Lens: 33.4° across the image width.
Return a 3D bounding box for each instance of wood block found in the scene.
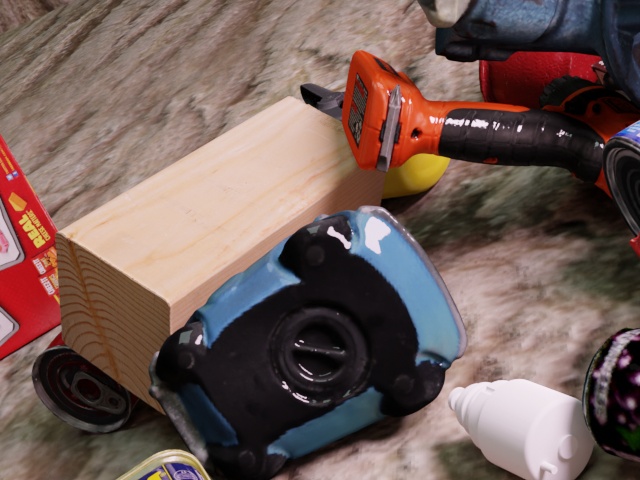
[{"bbox_3d":[-0.055,0.001,0.662,0.090,0.091,0.205,29,44,25],"label":"wood block"}]

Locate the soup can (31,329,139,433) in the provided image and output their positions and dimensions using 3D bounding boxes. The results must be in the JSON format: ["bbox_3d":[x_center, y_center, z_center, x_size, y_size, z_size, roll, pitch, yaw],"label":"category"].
[{"bbox_3d":[-0.133,0.067,0.700,0.069,0.068,0.102,-13,26,27],"label":"soup can"}]

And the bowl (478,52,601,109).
[{"bbox_3d":[0.178,-0.159,0.779,0.055,0.162,0.161,23,48,29],"label":"bowl"}]

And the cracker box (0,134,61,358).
[{"bbox_3d":[-0.313,0.029,0.845,0.213,0.164,0.072,-32,22,-13],"label":"cracker box"}]

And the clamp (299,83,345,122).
[{"bbox_3d":[0.014,-0.119,0.979,0.172,0.039,0.120,-2,37,33],"label":"clamp"}]

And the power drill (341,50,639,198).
[{"bbox_3d":[0.111,-0.077,0.664,0.187,0.057,0.184,5,20,-7],"label":"power drill"}]
